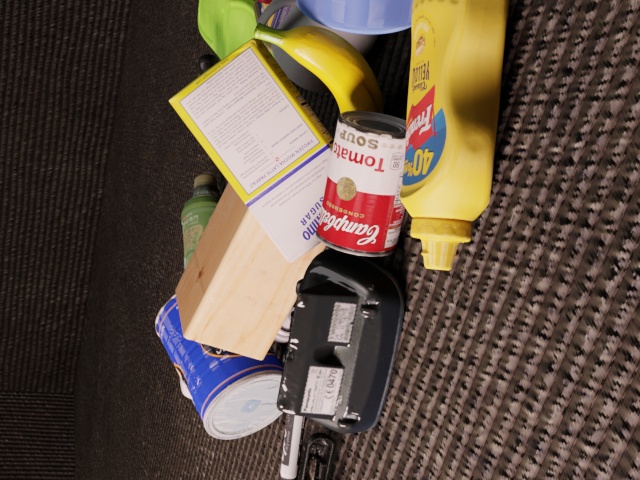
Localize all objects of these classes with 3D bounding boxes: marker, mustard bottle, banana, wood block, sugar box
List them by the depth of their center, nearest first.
[{"bbox_3d":[0.088,-0.076,0.724,0.096,0.058,0.191,179,96,-74],"label":"mustard bottle"},{"bbox_3d":[0.017,-0.127,0.888,0.037,0.070,0.197,-65,-31,-14],"label":"banana"},{"bbox_3d":[-0.040,-0.078,0.923,0.093,0.176,0.048,-35,7,13],"label":"sugar box"},{"bbox_3d":[-0.057,0.001,1.040,0.206,0.090,0.091,-61,25,23],"label":"wood block"},{"bbox_3d":[-0.029,0.208,1.080,0.020,0.020,0.121,-153,69,-72],"label":"marker"}]

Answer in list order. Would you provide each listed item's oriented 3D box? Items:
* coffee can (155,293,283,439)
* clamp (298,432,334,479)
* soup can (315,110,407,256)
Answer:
[{"bbox_3d":[-0.103,0.125,1.139,0.140,0.102,0.103,56,142,35],"label":"coffee can"},{"bbox_3d":[-0.011,0.263,0.975,0.172,0.039,0.120,108,164,-52],"label":"clamp"},{"bbox_3d":[0.038,-0.046,0.856,0.068,0.068,0.102,-123,41,-64],"label":"soup can"}]
